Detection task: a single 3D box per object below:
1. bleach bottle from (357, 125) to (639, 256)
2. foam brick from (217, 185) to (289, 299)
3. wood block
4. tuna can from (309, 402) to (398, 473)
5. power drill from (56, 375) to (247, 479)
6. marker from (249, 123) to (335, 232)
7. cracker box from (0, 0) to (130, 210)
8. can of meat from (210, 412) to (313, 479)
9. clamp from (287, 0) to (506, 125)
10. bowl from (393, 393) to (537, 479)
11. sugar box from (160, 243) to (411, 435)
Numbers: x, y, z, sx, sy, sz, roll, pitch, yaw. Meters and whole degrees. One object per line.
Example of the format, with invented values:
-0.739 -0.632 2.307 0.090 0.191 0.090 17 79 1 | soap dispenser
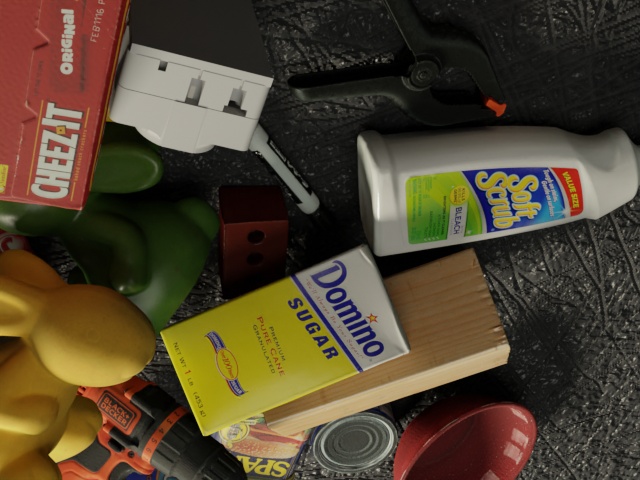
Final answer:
0.158 -0.054 0.863 0.250 0.068 0.102 -9 126 -7 | bleach bottle
-0.056 0.001 0.868 0.053 0.051 0.078 -3 126 -9 | foam brick
0.047 0.089 0.907 0.206 0.091 0.090 -19 163 3 | wood block
0.031 0.184 1.028 0.086 0.034 0.086 -5 126 -7 | tuna can
-0.172 0.204 0.876 0.184 0.057 0.188 36 98 14 | power drill
-0.024 -0.048 0.858 0.020 0.020 0.121 -31 125 12 | marker
-0.156 -0.145 0.642 0.072 0.214 0.164 8 124 -16 | cracker box
-0.060 0.175 0.991 0.102 0.057 0.084 12 120 -19 | can of meat
0.072 -0.141 0.797 0.171 0.039 0.120 10 128 -25 | clamp
0.128 0.202 1.030 0.161 0.055 0.162 -18 131 -21 | bowl
-0.027 0.077 0.841 0.176 0.048 0.093 -24 89 6 | sugar box
